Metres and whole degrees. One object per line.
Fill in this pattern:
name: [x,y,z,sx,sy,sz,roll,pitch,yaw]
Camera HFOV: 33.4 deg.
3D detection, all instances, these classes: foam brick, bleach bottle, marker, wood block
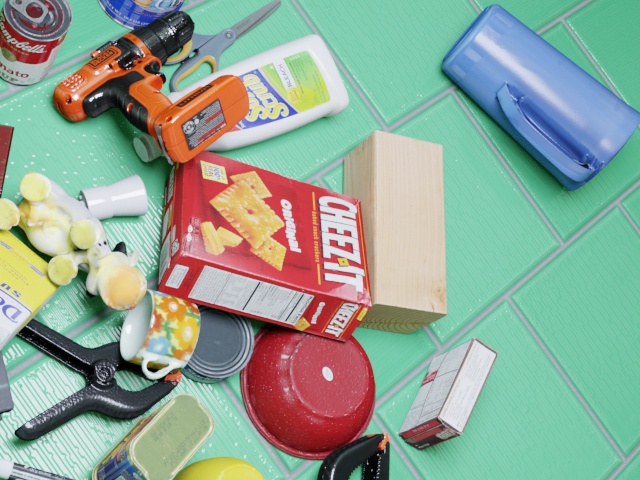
foam brick: [-0.337,-0.074,1.053,0.051,0.053,0.078,13,66,-22]
bleach bottle: [-0.092,-0.143,1.197,0.250,0.068,0.102,-30,100,-27]
marker: [-0.270,0.219,0.992,0.121,0.020,0.020,22,62,-18]
wood block: [0.082,-0.008,1.215,0.090,0.090,0.206,10,67,-23]

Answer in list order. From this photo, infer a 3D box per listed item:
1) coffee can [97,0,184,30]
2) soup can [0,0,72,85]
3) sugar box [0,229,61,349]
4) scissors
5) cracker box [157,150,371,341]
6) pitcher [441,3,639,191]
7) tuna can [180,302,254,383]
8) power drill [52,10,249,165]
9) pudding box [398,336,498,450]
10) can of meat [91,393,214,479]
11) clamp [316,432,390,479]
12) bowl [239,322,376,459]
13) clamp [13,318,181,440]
coffee can: [-0.181,-0.308,1.170,0.102,0.141,0.103,10,67,-23]
soup can: [-0.300,-0.211,1.096,0.068,0.102,0.068,10,67,-23]
sugar box: [-0.299,0.043,0.966,0.093,0.176,0.048,40,100,-8]
scissors: [-0.128,-0.244,1.245,0.096,0.016,0.201,37,59,-11]
cracker box: [-0.057,0.001,1.123,0.213,0.072,0.164,16,43,-19]
pitcher: [0.273,-0.181,1.353,0.243,0.149,0.145,39,83,-4]
tuna can: [-0.114,0.104,1.106,0.086,0.034,0.086,10,67,-23]
power drill: [-0.162,-0.164,1.115,0.188,0.057,0.184,30,61,38]
pudding box: [0.140,0.169,1.174,0.039,0.090,0.113,35,59,-10]
can of meat: [-0.156,0.199,1.008,0.057,0.084,0.102,46,47,-3]
clamp: [0.013,0.277,1.085,0.164,0.036,0.209,43,54,-28]
bowl: [-0.001,0.148,1.133,0.161,0.055,0.162,9,67,-23]
clamp: [-0.220,0.144,1.034,0.171,0.039,0.120,13,64,-22]
